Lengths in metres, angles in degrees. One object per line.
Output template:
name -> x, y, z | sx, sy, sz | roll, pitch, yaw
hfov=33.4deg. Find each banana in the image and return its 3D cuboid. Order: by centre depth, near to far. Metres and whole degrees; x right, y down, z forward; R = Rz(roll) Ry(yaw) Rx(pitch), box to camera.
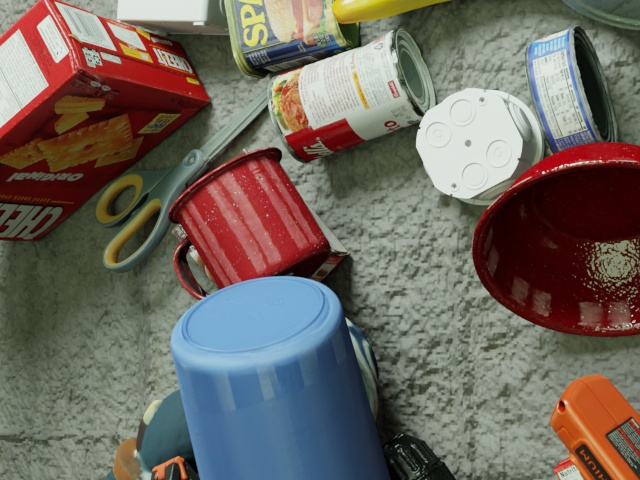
banana -> 0.107, -0.176, 0.724 | 0.198, 0.069, 0.037 | 3, 133, 20

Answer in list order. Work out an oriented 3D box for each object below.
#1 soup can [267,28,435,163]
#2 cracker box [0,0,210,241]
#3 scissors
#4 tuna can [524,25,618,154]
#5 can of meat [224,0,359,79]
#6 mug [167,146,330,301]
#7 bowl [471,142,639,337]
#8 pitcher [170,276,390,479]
soup can -> 0.023, -0.103, 0.763 | 0.102, 0.068, 0.068 | -18, 83, 24
cracker box -> -0.215, -0.081, 0.825 | 0.214, 0.164, 0.072 | -36, 73, 21
scissors -> -0.114, -0.064, 0.854 | 0.202, 0.016, 0.096 | -53, 47, 0
tuna can -> 0.162, -0.092, 0.686 | 0.034, 0.086, 0.086 | -16, 83, 26
can of meat -> -0.022, -0.179, 0.791 | 0.084, 0.057, 0.102 | -11, 86, 22
mug -> -0.055, 0.001, 0.747 | 0.117, 0.093, 0.081 | -37, 79, 22
bowl -> 0.177, -0.009, 0.667 | 0.162, 0.162, 0.055 | -12, 44, 25
pitcher -> -0.024, 0.147, 0.705 | 0.149, 0.145, 0.243 | -6, 116, 14
